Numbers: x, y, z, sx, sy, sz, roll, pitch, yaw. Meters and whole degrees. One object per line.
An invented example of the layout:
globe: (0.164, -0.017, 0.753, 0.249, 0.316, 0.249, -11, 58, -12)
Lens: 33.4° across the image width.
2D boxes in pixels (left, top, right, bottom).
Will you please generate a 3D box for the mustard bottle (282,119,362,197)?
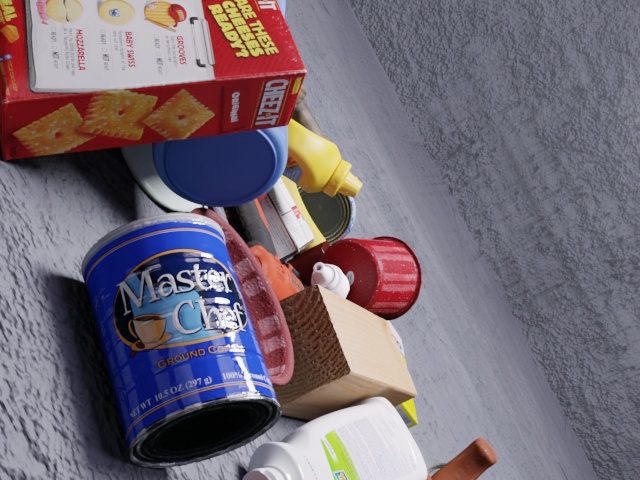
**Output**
mustard bottle: (-0.041, -0.102, 1.144, 0.191, 0.058, 0.096, 32, -15, -1)

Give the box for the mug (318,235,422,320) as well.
mug: (0.039, 0.043, 1.140, 0.081, 0.117, 0.093, 5, 68, -57)

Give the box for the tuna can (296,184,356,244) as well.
tuna can: (0.000, -0.035, 1.307, 0.086, 0.086, 0.033, 63, 12, 5)

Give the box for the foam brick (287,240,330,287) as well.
foam brick: (0.001, 0.047, 1.222, 0.078, 0.051, 0.053, 60, 13, -5)

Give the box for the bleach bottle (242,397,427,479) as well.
bleach bottle: (0.005, 0.190, 0.907, 0.102, 0.068, 0.250, 58, 20, 20)

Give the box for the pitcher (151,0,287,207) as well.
pitcher: (-0.086, -0.138, 0.935, 0.149, 0.145, 0.243, 19, 39, -24)

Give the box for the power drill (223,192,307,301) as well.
power drill: (-0.057, 0.001, 1.083, 0.188, 0.057, 0.184, 68, 7, 27)

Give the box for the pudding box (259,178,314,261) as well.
pudding box: (-0.055, -0.034, 1.204, 0.113, 0.039, 0.090, 60, 14, -1)

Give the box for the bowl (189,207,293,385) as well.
bowl: (-0.085, 0.056, 0.879, 0.162, 0.055, 0.162, 56, 15, -23)

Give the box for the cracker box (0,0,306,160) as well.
cracker box: (-0.139, -0.151, 0.781, 0.072, 0.213, 0.164, 113, -38, -53)

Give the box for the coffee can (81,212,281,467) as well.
coffee can: (-0.095, 0.067, 0.719, 0.102, 0.103, 0.140, 38, 28, -59)

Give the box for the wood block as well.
wood block: (0.011, 0.118, 1.039, 0.091, 0.090, 0.205, 67, 14, 21)
